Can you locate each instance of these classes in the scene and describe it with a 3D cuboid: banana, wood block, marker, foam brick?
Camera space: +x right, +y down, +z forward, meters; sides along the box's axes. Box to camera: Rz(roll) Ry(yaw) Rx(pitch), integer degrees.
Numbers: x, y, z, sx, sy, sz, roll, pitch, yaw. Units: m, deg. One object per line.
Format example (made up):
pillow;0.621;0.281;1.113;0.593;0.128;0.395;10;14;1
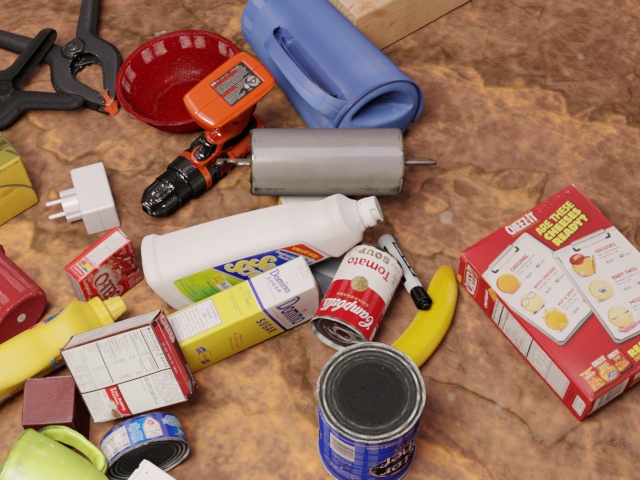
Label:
banana;0.093;0.103;1.155;0.197;0.037;0.070;-39;66;-20
wood block;0.104;-0.329;1.386;0.206;0.090;0.091;-32;63;-16
marker;0.094;0.036;1.185;0.020;0.020;0.121;-17;42;-10
foam brick;-0.270;0.177;1.093;0.053;0.078;0.051;-3;60;-1

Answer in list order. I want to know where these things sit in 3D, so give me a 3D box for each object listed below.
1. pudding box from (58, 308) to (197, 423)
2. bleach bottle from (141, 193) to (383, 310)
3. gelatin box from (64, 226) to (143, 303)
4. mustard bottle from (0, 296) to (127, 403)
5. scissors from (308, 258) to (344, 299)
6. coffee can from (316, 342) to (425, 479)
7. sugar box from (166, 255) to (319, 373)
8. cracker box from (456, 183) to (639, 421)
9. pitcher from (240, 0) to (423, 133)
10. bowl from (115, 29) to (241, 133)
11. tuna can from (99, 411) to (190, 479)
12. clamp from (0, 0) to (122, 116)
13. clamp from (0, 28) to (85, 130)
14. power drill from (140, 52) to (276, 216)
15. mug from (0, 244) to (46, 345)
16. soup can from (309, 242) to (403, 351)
pudding box;-0.190;0.126;1.060;0.114;0.090;0.039;-17;14;18
bleach bottle;-0.057;0.001;1.142;0.251;0.102;0.068;-19;58;12
gelatin box;-0.236;0.036;1.170;0.073;0.089;0.030;-41;67;-21
mustard bottle;-0.290;0.114;1.120;0.191;0.096;0.058;-30;84;-17
scissors;-0.015;0.042;1.206;0.202;0.016;0.096;11;60;8
coffee can;0.047;0.176;1.051;0.103;0.140;0.103;0;59;0
sugar box;-0.087;0.084;1.130;0.176;0.093;0.048;-22;68;-7
cracker box;0.277;0.065;1.156;0.164;0.072;0.214;-30;62;-17
pitcher;-0.001;-0.214;1.290;0.145;0.149;0.243;-29;59;-16
bowl;-0.168;-0.185;1.316;0.162;0.055;0.162;-4;53;5
tuna can;-0.176;0.207;1.068;0.086;0.086;0.034;-19;59;-10
clamp;-0.324;-0.237;1.366;0.164;0.036;0.210;-27;66;-5
clamp;-0.383;-0.193;1.325;0.171;0.039;0.120;-17;64;0
power drill;-0.126;-0.117;1.206;0.057;0.188;0.184;43;64;5
mug;-0.360;0.071;1.159;0.081;0.093;0.117;39;97;16
soup can;0.040;0.062;1.144;0.068;0.068;0.102;21;61;13
